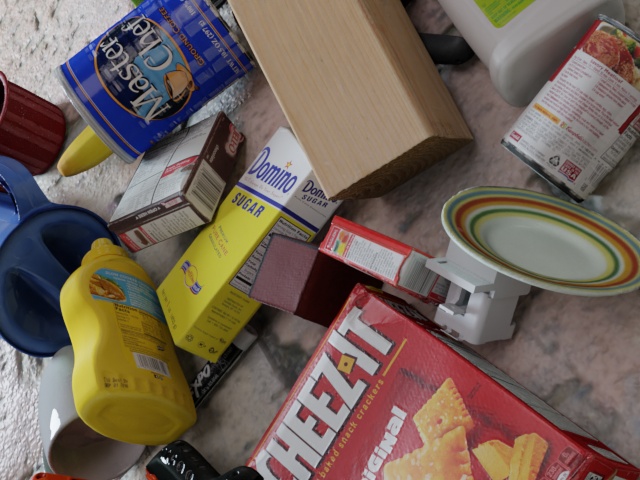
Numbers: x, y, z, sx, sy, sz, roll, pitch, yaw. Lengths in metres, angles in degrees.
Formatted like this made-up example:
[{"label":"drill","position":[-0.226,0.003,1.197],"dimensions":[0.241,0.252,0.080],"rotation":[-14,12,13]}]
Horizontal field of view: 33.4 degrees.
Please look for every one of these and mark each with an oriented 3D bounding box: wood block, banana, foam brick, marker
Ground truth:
[{"label":"wood block","position":[0.013,-0.140,0.768],"dimensions":[0.091,0.090,0.206],"rotation":[-32,79,26]},{"label":"banana","position":[-0.183,-0.141,0.987],"dimensions":[0.198,0.069,0.037],"rotation":[-65,31,22]},{"label":"foam brick","position":[-0.003,0.033,0.771],"dimensions":[0.053,0.078,0.051],"rotation":[16,84,43]},{"label":"marker","position":[-0.093,0.115,0.849],"dimensions":[0.121,0.020,0.020],"rotation":[-51,50,12]}]

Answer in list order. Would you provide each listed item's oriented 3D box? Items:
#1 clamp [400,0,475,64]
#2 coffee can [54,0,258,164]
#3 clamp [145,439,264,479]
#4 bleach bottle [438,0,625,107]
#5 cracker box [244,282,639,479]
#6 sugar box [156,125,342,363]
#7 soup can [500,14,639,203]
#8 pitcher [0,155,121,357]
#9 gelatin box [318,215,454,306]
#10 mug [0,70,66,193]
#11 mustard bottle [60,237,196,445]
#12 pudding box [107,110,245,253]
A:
[{"label":"clamp","position":[0.044,-0.155,0.832],"dimensions":[0.172,0.039,0.120],"rotation":[-31,49,23]},{"label":"coffee can","position":[-0.139,-0.148,0.911],"dimensions":[0.140,0.102,0.103],"rotation":[-37,52,3]},{"label":"clamp","position":[-0.063,0.201,0.748],"dimensions":[0.036,0.164,0.210],"rotation":[-34,21,-24]},{"label":"bleach bottle","position":[0.106,-0.213,0.768],"dimensions":[0.102,0.068,0.251],"rotation":[-35,57,3]},{"label":"cracker box","position":[0.064,0.149,0.676],"dimensions":[0.214,0.072,0.164],"rotation":[36,96,42]},{"label":"sugar box","position":[-0.056,0.001,0.831],"dimensions":[0.176,0.048,0.093],"rotation":[-54,30,11]},{"label":"soup can","position":[0.172,-0.083,0.682],"dimensions":[0.102,0.068,0.069],"rotation":[-53,49,11]},{"label":"pitcher","position":[-0.301,0.005,0.982],"dimensions":[0.243,0.144,0.149],"rotation":[15,81,44]},{"label":"gelatin box","position":[0.054,0.018,0.722],"dimensions":[0.073,0.089,0.030],"rotation":[25,91,42]},{"label":"mug","position":[-0.311,-0.103,1.067],"dimensions":[0.093,0.081,0.117],"rotation":[-15,64,34]},{"label":"mustard bottle","position":[-0.160,0.069,0.852],"dimensions":[0.058,0.096,0.192],"rotation":[-45,43,23]},{"label":"pudding box","position":[-0.120,-0.050,0.896],"dimensions":[0.090,0.039,0.113],"rotation":[-21,32,32]}]
